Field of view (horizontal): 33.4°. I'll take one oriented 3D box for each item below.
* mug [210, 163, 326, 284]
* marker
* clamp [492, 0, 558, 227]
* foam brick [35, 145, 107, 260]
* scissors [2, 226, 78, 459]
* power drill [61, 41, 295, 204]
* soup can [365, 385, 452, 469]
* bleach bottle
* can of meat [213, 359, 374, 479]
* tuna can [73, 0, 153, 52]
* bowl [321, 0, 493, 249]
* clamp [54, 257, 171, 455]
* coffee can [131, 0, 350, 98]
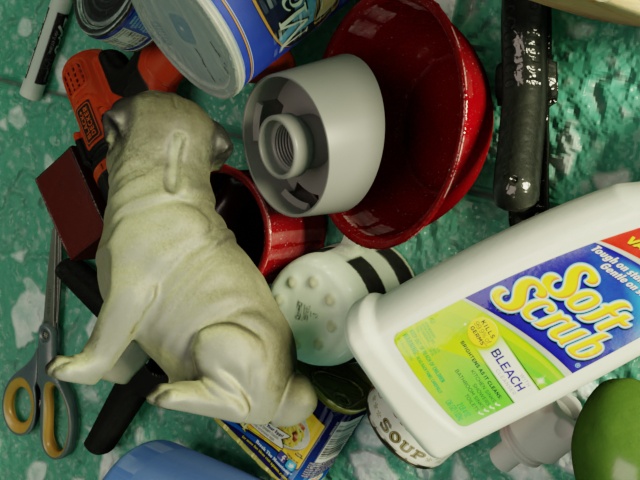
[{"bbox_3d":[-0.055,0.001,0.752,0.093,0.081,0.117,41,115,24],"label":"mug"},{"bbox_3d":[-0.222,-0.173,0.884,0.020,0.020,0.121,35,112,26],"label":"marker"},{"bbox_3d":[0.122,-0.083,0.632,0.039,0.120,0.171,5,75,10],"label":"clamp"},{"bbox_3d":[-0.180,-0.030,0.849,0.051,0.052,0.078,-34,76,31],"label":"foam brick"},{"bbox_3d":[-0.248,0.089,0.927,0.096,0.016,0.202,-6,91,34],"label":"scissors"},{"bbox_3d":[-0.106,-0.101,0.783,0.188,0.057,0.184,-37,68,29],"label":"power drill"},{"bbox_3d":[0.084,0.089,0.676,0.068,0.068,0.102,52,119,19],"label":"soup can"},{"bbox_3d":[0.141,0.017,0.563,0.251,0.068,0.102,-33,97,20],"label":"bleach bottle"},{"bbox_3d":[-0.021,0.114,0.755,0.102,0.057,0.084,41,116,23],"label":"can of meat"},{"bbox_3d":[-0.138,-0.180,0.756,0.086,0.033,0.086,-13,70,42],"label":"tuna can"},{"bbox_3d":[0.058,-0.074,0.667,0.162,0.055,0.162,-4,85,57],"label":"bowl"},{"bbox_3d":[-0.137,0.094,0.826,0.210,0.036,0.164,-1,96,47],"label":"clamp"},{"bbox_3d":[-0.036,-0.171,0.670,0.103,0.140,0.103,42,160,19],"label":"coffee can"}]
